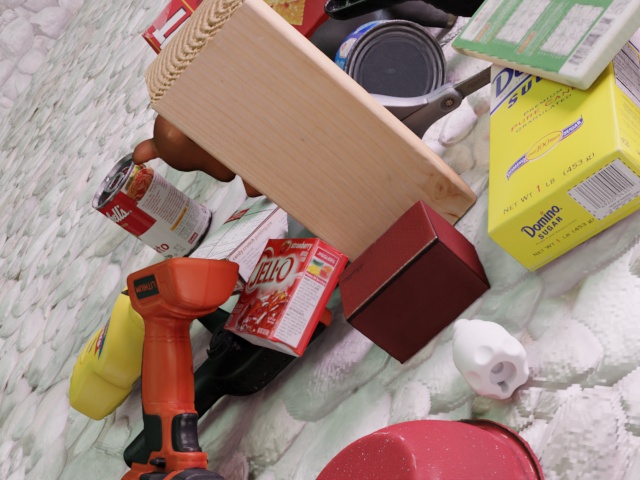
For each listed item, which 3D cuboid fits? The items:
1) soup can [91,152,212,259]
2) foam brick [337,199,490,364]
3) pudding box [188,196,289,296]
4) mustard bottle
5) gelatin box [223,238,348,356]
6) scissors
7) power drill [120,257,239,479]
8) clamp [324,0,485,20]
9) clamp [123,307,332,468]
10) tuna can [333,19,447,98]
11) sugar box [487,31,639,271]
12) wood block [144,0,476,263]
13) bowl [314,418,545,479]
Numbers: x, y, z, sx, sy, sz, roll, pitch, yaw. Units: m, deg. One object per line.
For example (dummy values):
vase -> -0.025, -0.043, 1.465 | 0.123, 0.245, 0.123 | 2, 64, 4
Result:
soup can -> -0.168, -0.032, 1.070 | 0.069, 0.102, 0.068 | -40, 27, 25
foam brick -> 0.056, 0.025, 0.659 | 0.078, 0.051, 0.053 | -44, 25, 19
pudding box -> -0.056, 0.001, 0.872 | 0.090, 0.039, 0.113 | -14, 29, 53
mustard bottle -> -0.158, 0.081, 0.899 | 0.192, 0.058, 0.096 | -45, 15, 54
gelatin box -> -0.025, 0.035, 0.717 | 0.073, 0.030, 0.089 | -63, 22, -10
scissors -> 0.073, -0.106, 0.766 | 0.202, 0.096, 0.016 | -42, 38, 30
power drill -> -0.090, 0.108, 0.710 | 0.185, 0.057, 0.187 | -15, 71, 60
clamp -> 0.083, -0.218, 0.811 | 0.171, 0.120, 0.039 | 1, 54, 8
clamp -> -0.066, 0.078, 0.823 | 0.210, 0.036, 0.164 | -34, 28, 37
tuna can -> 0.053, -0.128, 0.829 | 0.086, 0.086, 0.034 | -53, 22, 0
sugar box -> 0.147, -0.073, 0.638 | 0.093, 0.048, 0.176 | -36, 31, 33
wood block -> -0.007, -0.071, 0.712 | 0.091, 0.206, 0.090 | -48, 25, 10
bowl -> 0.034, 0.148, 0.530 | 0.162, 0.055, 0.162 | -40, 28, 26
